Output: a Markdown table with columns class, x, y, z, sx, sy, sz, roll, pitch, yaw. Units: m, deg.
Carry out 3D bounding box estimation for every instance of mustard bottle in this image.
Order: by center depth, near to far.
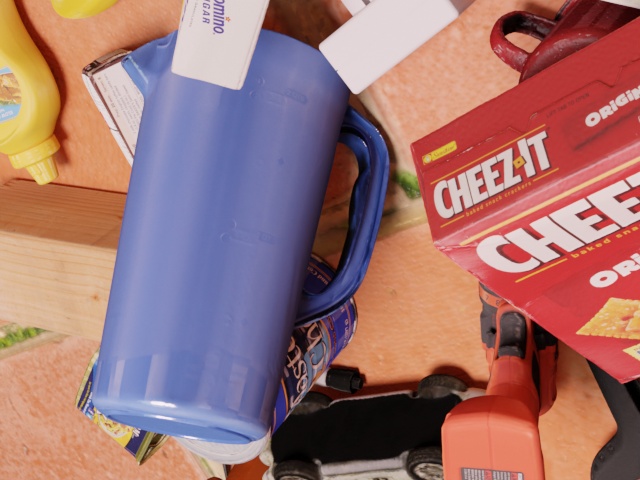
| class | x | y | z | sx | sy | sz | roll | pitch | yaw |
| --- | --- | --- | --- | --- | --- | --- | --- | --- | --- |
| mustard bottle | -0.256 | -0.132 | 0.836 | 0.096 | 0.058 | 0.191 | -10 | 112 | 35 |

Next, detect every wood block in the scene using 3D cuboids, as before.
| class | x | y | z | sx | sy | sz | roll | pitch | yaw |
| --- | --- | --- | --- | --- | --- | --- | --- | --- | --- |
| wood block | -0.192 | 0.017 | 0.869 | 0.206 | 0.090 | 0.090 | 8 | 122 | 28 |

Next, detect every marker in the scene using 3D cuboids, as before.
| class | x | y | z | sx | sy | sz | roll | pitch | yaw |
| --- | --- | --- | --- | --- | --- | --- | --- | --- | --- |
| marker | -0.021 | 0.105 | 0.865 | 0.121 | 0.020 | 0.020 | 7 | 122 | 29 |

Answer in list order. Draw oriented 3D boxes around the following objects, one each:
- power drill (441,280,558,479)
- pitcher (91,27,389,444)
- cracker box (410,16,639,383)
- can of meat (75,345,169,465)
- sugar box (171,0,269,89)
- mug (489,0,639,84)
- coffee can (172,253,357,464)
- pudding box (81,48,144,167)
| class | x | y | z | sx | sy | sz | roll | pitch | yaw |
| --- | --- | --- | --- | --- | --- | --- | --- | --- | --- |
| power drill | 0.116 | 0.075 | 0.651 | 0.057 | 0.187 | 0.184 | 0 | 122 | 18 |
| pitcher | -0.054 | 0.001 | 0.669 | 0.149 | 0.243 | 0.145 | 3 | 162 | 22 |
| cracker box | 0.173 | -0.013 | 0.539 | 0.164 | 0.072 | 0.213 | -28 | 142 | 27 |
| can of meat | -0.166 | 0.137 | 0.952 | 0.084 | 0.057 | 0.102 | 37 | 131 | 9 |
| sugar box | -0.049 | -0.175 | 0.605 | 0.048 | 0.176 | 0.093 | 14 | 130 | -10 |
| mug | 0.148 | -0.095 | 0.591 | 0.117 | 0.081 | 0.093 | 30 | 130 | 13 |
| coffee can | -0.049 | 0.081 | 0.786 | 0.103 | 0.140 | 0.103 | 16 | 125 | 23 |
| pudding box | -0.129 | -0.081 | 0.772 | 0.113 | 0.039 | 0.090 | 62 | 171 | -17 |
